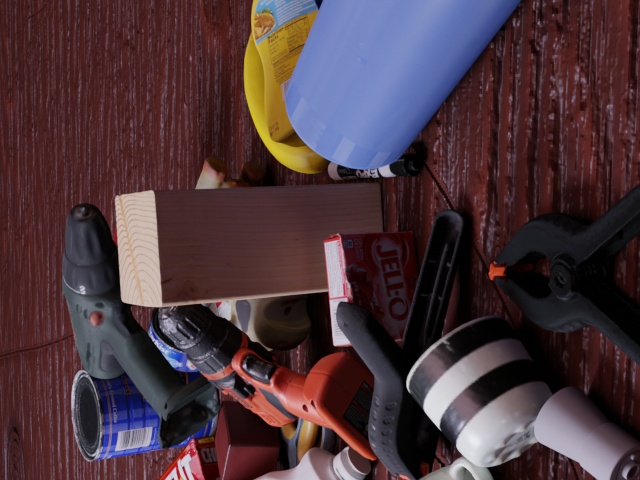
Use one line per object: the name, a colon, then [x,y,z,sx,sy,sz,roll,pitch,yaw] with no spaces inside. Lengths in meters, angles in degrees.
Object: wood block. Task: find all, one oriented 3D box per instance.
wood block: [-0.056,0.001,0.891,0.090,0.205,0.091,-1,92,60]

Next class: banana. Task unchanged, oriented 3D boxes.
banana: [-0.034,-0.123,1.013,0.070,0.037,0.198,-45,53,15]

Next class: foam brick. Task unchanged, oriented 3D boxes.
foam brick: [-0.074,0.204,1.072,0.078,0.053,0.051,-111,31,-63]

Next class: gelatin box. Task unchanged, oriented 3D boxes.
gelatin box: [0.044,0.038,0.856,0.030,0.073,0.089,-13,81,58]

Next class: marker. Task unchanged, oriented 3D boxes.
marker: [0.045,-0.061,0.897,0.121,0.020,0.020,2,95,59]

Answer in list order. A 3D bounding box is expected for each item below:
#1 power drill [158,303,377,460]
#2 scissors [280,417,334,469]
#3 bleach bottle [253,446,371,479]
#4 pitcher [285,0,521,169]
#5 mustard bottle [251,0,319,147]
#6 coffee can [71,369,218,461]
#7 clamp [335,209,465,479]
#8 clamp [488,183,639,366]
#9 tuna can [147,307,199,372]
power drill: [-0.034,0.114,0.909,0.188,0.184,0.057,11,64,48]
scissors: [-0.030,0.226,1.054,0.096,0.016,0.202,57,138,42]
bleach bottle: [-0.052,0.261,0.993,0.251,0.067,0.103,-43,58,26]
pitcher: [0.054,-0.169,0.763,0.243,0.144,0.149,123,147,-49]
mustard bottle: [-0.016,-0.186,0.941,0.096,0.058,0.191,-23,70,36]
coffee can: [-0.200,0.190,1.216,0.103,0.140,0.103,10,101,59]
clamp: [0.071,0.089,0.800,0.036,0.164,0.210,14,129,31]
clamp: [0.169,0.012,0.676,0.172,0.039,0.120,19,107,58]
tuna can: [-0.147,0.103,1.171,0.086,0.086,0.034,60,142,37]
